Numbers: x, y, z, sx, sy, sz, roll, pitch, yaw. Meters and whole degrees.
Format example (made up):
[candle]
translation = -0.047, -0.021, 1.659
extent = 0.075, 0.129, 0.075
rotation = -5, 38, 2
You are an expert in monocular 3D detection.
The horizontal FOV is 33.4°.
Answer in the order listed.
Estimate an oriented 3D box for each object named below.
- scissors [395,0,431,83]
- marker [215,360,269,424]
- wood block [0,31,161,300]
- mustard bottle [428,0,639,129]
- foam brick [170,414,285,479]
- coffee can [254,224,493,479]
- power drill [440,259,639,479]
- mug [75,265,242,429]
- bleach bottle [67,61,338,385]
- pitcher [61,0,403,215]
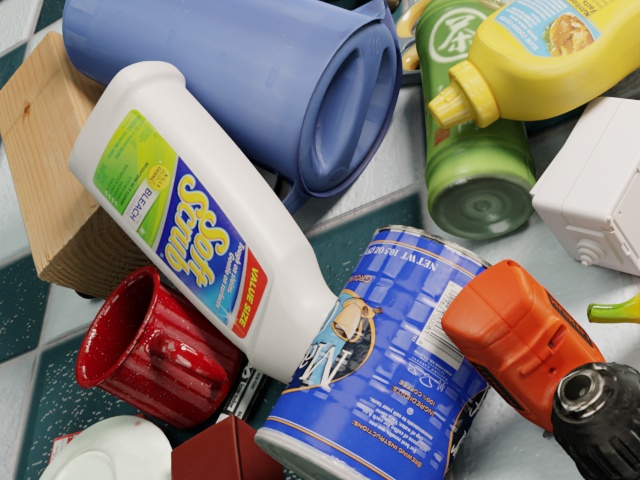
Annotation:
[scissors]
translation = 0.039, -0.136, 0.849
extent = 0.202, 0.016, 0.096
rotation = -21, 47, 24
[marker]
translation = -0.040, 0.083, 0.730
extent = 0.020, 0.020, 0.121
rotation = 6, 61, 43
[wood block]
translation = -0.185, -0.060, 0.853
extent = 0.091, 0.090, 0.206
rotation = -44, 49, 21
[mustard bottle]
translation = 0.151, -0.122, 0.634
extent = 0.191, 0.058, 0.096
rotation = -30, 40, 2
[foam brick]
translation = -0.055, 0.159, 0.654
extent = 0.053, 0.051, 0.078
rotation = -31, 42, 17
[coffee can]
translation = 0.041, 0.077, 0.601
extent = 0.103, 0.102, 0.140
rotation = 13, 66, 46
[power drill]
translation = 0.125, 0.081, 0.480
extent = 0.057, 0.184, 0.188
rotation = -42, 30, 3
[mug]
translation = -0.101, 0.077, 0.721
extent = 0.117, 0.081, 0.093
rotation = -2, 58, 59
[bleach bottle]
translation = -0.055, 0.001, 0.695
extent = 0.251, 0.068, 0.103
rotation = 45, 117, 16
[pitcher]
translation = -0.075, -0.125, 0.789
extent = 0.243, 0.145, 0.149
rotation = 25, 41, 25
